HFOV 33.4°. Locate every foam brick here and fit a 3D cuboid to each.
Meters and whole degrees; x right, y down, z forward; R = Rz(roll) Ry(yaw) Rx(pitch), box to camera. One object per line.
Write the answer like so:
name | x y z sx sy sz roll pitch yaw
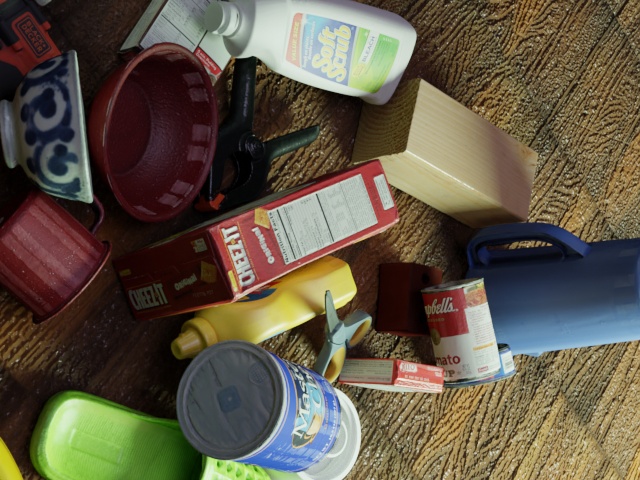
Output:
foam brick | 0.098 0.066 1.183 0.052 0.051 0.078 13 76 -39

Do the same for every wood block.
wood block | 0.145 -0.095 1.220 0.205 0.090 0.091 25 69 -36

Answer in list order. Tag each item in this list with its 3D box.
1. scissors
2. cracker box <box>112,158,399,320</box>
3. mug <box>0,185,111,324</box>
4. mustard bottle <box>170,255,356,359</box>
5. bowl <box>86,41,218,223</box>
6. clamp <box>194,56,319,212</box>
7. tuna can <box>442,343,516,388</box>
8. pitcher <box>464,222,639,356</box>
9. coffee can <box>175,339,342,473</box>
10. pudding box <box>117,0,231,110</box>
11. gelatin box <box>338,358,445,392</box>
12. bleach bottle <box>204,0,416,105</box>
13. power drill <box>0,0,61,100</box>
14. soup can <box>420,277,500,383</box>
scissors | 0.025 0.077 1.051 0.016 0.202 0.096 33 58 18
cracker box | -0.056 0.001 0.986 0.213 0.164 0.072 -25 96 -40
mug | -0.229 0.000 0.890 0.081 0.093 0.117 46 64 -21
mustard bottle | -0.062 0.070 1.018 0.191 0.096 0.058 -24 100 -40
bowl | -0.160 -0.099 0.963 0.161 0.055 0.162 -27 122 -55
clamp | -0.066 -0.091 1.075 0.120 0.039 0.171 34 67 -26
tuna can | 0.178 0.142 1.218 0.085 0.086 0.034 -12 90 -41
pitcher | 0.286 0.054 1.218 0.149 0.243 0.145 11 75 -40
coffee can | -0.052 0.153 0.964 0.140 0.103 0.103 37 58 -63
pudding box | -0.131 -0.195 1.034 0.090 0.039 0.113 43 57 -28
gelatin box | 0.075 0.142 1.128 0.073 0.089 0.030 15 76 -38
bleach bottle | -0.015 -0.200 1.078 0.250 0.068 0.103 0 124 -45
power drill | -0.305 -0.149 0.866 0.187 0.057 0.184 -48 114 -34
soup can | 0.151 0.096 1.142 0.068 0.069 0.102 -12 91 -41
